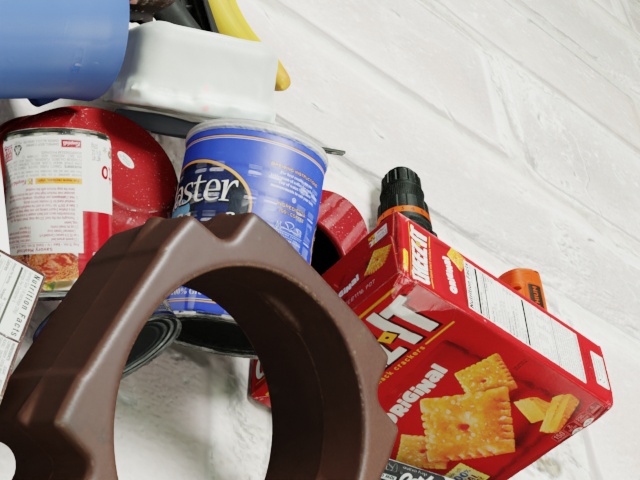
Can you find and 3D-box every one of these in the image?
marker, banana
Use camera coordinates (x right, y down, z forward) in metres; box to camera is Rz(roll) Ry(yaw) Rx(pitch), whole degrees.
[{"bbox_3d":[0.073,0.179,0.794,0.121,0.020,0.020,20,39,-13],"label":"marker"},{"bbox_3d":[-0.084,-0.215,1.018,0.037,0.070,0.198,-14,74,-31],"label":"banana"}]

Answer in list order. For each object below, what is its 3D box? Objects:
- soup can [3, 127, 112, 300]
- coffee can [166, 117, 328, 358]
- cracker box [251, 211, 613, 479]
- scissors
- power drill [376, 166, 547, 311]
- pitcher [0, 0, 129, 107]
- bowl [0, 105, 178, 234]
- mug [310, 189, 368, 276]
[{"bbox_3d":[-0.164,-0.014,0.665,0.068,0.069,0.102,4,82,-48],"label":"soup can"},{"bbox_3d":[-0.055,0.001,0.736,0.102,0.103,0.140,23,67,-34],"label":"coffee can"},{"bbox_3d":[0.081,0.098,0.785,0.213,0.164,0.072,32,33,-24],"label":"cracker box"},{"bbox_3d":[-0.081,-0.081,0.797,0.096,0.202,0.016,7,94,-40],"label":"scissors"},{"bbox_3d":[0.131,0.028,1.024,0.187,0.057,0.184,27,41,-25],"label":"power drill"},{"bbox_3d":[-0.248,-0.157,0.655,0.242,0.145,0.149,-9,96,-39],"label":"pitcher"},{"bbox_3d":[-0.154,-0.042,0.757,0.162,0.055,0.162,31,36,-26],"label":"bowl"},{"bbox_3d":[-0.021,0.005,0.848,0.117,0.093,0.081,14,23,15],"label":"mug"}]
